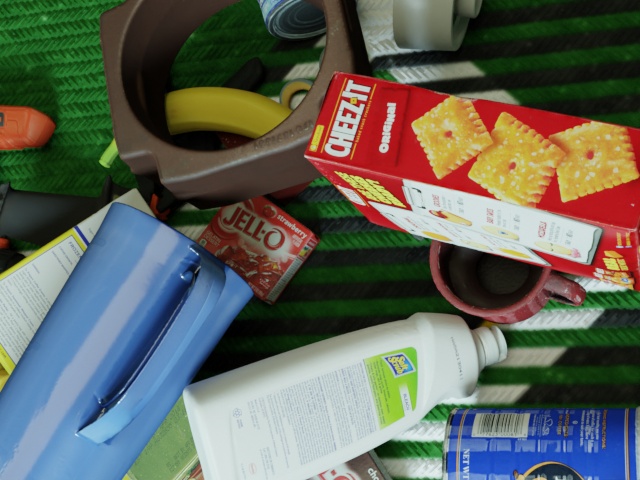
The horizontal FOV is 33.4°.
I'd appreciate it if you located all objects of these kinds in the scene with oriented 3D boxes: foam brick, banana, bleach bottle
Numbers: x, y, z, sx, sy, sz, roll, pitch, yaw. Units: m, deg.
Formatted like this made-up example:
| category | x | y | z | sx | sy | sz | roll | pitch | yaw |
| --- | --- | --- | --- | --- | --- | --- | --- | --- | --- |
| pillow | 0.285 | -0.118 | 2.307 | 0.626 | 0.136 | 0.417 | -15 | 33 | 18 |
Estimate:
| category | x | y | z | sx | sy | sz | roll | pitch | yaw |
| --- | --- | --- | --- | --- | --- | --- | --- | --- | --- |
| foam brick | -0.045 | -0.079 | 0.940 | 0.053 | 0.051 | 0.078 | -40 | 67 | 7 |
| banana | -0.094 | -0.099 | 0.913 | 0.198 | 0.037 | 0.069 | -3 | 78 | 18 |
| bleach bottle | 0.027 | 0.122 | 0.821 | 0.250 | 0.068 | 0.102 | -16 | 104 | -14 |

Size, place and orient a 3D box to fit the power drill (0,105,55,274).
| category | x | y | z | sx | sy | sz | roll | pitch | yaw |
| --- | --- | --- | --- | --- | --- | --- | --- | --- | --- |
| power drill | -0.309 | -0.034 | 1.018 | 0.185 | 0.057 | 0.187 | 6 | 78 | 16 |

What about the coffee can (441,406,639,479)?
| category | x | y | z | sx | sy | sz | roll | pitch | yaw |
| --- | --- | --- | --- | --- | --- | --- | --- | --- | --- |
| coffee can | 0.168 | 0.173 | 0.776 | 0.140 | 0.102 | 0.103 | -3 | 76 | 19 |

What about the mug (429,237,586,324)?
| category | x | y | z | sx | sy | sz | roll | pitch | yaw |
| --- | --- | --- | --- | --- | --- | --- | --- | --- | --- |
| mug | 0.150 | 0.024 | 0.830 | 0.117 | 0.081 | 0.093 | 19 | 84 | 22 |

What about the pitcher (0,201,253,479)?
| category | x | y | z | sx | sy | sz | roll | pitch | yaw |
| --- | --- | --- | --- | --- | --- | --- | --- | --- | --- |
| pitcher | -0.163 | 0.101 | 0.811 | 0.145 | 0.149 | 0.242 | 26 | 76 | 20 |

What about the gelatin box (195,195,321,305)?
| category | x | y | z | sx | sy | sz | roll | pitch | yaw |
| --- | --- | --- | --- | --- | --- | --- | --- | --- | --- |
| gelatin box | -0.056 | 0.001 | 0.935 | 0.089 | 0.030 | 0.073 | 37 | 91 | 23 |

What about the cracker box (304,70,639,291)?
| category | x | y | z | sx | sy | sz | roll | pitch | yaw |
| --- | --- | --- | --- | --- | --- | --- | --- | --- | --- |
| cracker box | 0.118 | -0.040 | 0.722 | 0.214 | 0.164 | 0.072 | 15 | 80 | 22 |

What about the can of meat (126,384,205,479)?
| category | x | y | z | sx | sy | sz | roll | pitch | yaw |
| --- | --- | --- | --- | --- | --- | --- | --- | --- | --- |
| can of meat | -0.104 | 0.167 | 0.882 | 0.057 | 0.083 | 0.102 | 43 | 93 | 23 |

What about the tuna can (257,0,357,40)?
| category | x | y | z | sx | sy | sz | roll | pitch | yaw |
| --- | --- | --- | --- | --- | --- | --- | --- | --- | --- |
| tuna can | -0.011 | -0.212 | 0.942 | 0.086 | 0.086 | 0.034 | -21 | 73 | 13 |

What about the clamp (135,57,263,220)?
| category | x | y | z | sx | sy | sz | roll | pitch | yaw |
| --- | --- | --- | --- | --- | --- | --- | --- | --- | --- |
| clamp | -0.136 | -0.107 | 0.985 | 0.120 | 0.039 | 0.171 | 22 | 82 | 23 |

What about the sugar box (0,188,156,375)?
| category | x | y | z | sx | sy | sz | roll | pitch | yaw |
| --- | --- | --- | --- | --- | --- | --- | --- | --- | --- |
| sugar box | -0.209 | 0.041 | 0.923 | 0.176 | 0.048 | 0.093 | -34 | 93 | -20 |
